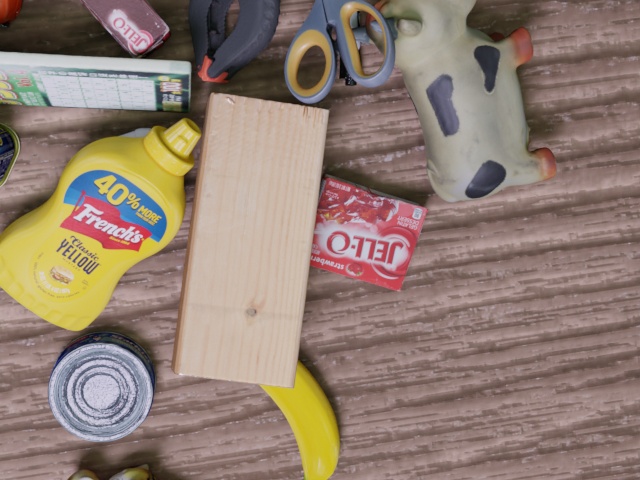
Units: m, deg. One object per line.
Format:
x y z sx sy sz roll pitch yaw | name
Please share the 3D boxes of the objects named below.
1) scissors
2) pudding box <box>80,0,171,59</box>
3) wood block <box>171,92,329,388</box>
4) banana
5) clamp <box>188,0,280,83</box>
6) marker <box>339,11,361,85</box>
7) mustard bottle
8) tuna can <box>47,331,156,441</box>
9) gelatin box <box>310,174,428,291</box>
-0.006 -0.184 0.799 0.096 0.016 0.202 -35 59 18 | scissors
-0.160 -0.185 0.790 0.039 0.090 0.113 -40 101 -1 | pudding box
-0.055 0.001 0.814 0.090 0.090 0.206 8 87 -8 | wood block
-0.036 0.128 0.882 0.069 0.037 0.198 -31 101 -1 | banana
-0.063 -0.208 0.812 0.120 0.039 0.172 40 110 33 | clamp
0.022 -0.184 0.846 0.020 0.020 0.121 -3 100 -6 | marker
-0.159 -0.021 0.809 0.096 0.058 0.192 40 108 -21 | mustard bottle
-0.177 0.119 0.867 0.086 0.034 0.086 -1 99 -6 | tuna can
0.034 -0.006 0.871 0.089 0.030 0.073 17 97 -9 | gelatin box
